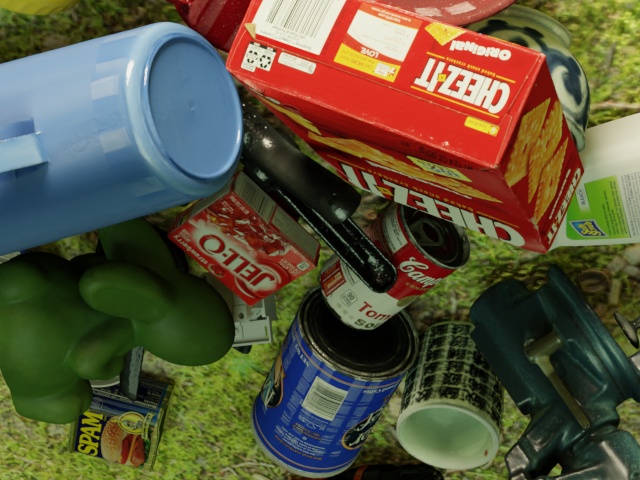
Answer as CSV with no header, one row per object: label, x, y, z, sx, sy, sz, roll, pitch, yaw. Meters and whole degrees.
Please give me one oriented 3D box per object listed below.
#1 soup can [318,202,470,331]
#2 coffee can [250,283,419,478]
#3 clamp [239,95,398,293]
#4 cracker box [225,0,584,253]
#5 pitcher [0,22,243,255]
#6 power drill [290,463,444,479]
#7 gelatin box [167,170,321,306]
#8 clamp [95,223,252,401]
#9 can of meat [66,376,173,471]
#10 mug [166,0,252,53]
soup can,0.055,0.017,0.815,0.068,0.068,0.102,37,128,-17
coffee can,0.009,0.116,0.889,0.103,0.102,0.140,21,131,-4
clamp,-0.031,-0.055,0.724,0.210,0.036,0.164,44,174,16
cracker box,0.060,-0.067,0.635,0.164,0.072,0.213,23,175,22
pitcher,-0.179,-0.059,0.690,0.243,0.149,0.145,-10,142,33
power drill,-0.003,0.238,0.957,0.185,0.057,0.187,-20,164,36
gelatin box,-0.055,0.001,0.785,0.073,0.030,0.089,-31,117,34
clamp,-0.148,0.055,0.896,0.120,0.039,0.171,-33,109,-2
can of meat,-0.191,0.169,1.018,0.084,0.057,0.102,16,132,-3
mug,-0.051,-0.168,0.662,0.093,0.117,0.082,58,136,15
